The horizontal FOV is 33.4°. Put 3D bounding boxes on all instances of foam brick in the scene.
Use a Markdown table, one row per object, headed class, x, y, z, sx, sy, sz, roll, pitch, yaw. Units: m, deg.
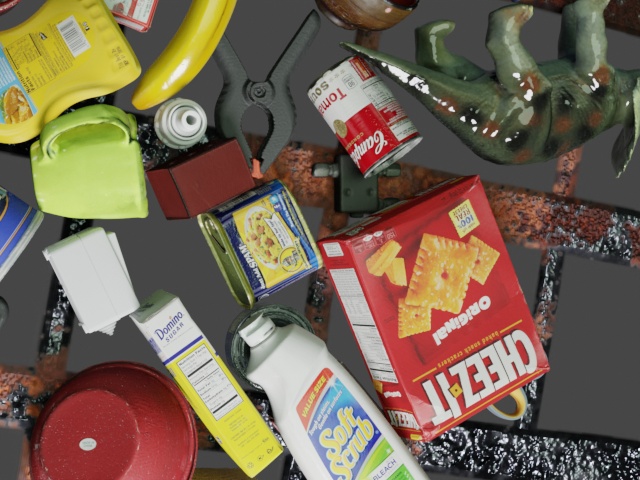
| class | x | y | z | sx | sy | sz | roll | pitch | yaw |
| --- | --- | --- | --- | --- | --- | --- | --- | --- | --- |
| foam brick | -0.110 | -0.057 | 0.987 | 0.078 | 0.053 | 0.051 | -29 | 105 | -30 |

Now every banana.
| class | x | y | z | sx | sy | sz | roll | pitch | yaw |
| --- | --- | --- | --- | --- | --- | --- | --- | --- | --- |
| banana | -0.115 | -0.207 | 0.978 | 0.037 | 0.070 | 0.198 | 13 | 97 | -59 |

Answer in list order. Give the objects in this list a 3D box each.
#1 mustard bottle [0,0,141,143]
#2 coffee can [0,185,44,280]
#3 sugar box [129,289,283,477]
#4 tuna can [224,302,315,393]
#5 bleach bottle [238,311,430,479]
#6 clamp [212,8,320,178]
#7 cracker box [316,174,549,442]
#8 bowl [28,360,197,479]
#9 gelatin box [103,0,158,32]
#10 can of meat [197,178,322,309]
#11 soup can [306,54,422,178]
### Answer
| class | x | y | z | sx | sy | sz | roll | pitch | yaw |
| --- | --- | --- | --- | --- | --- | --- | --- | --- | --- |
| mustard bottle | -0.260 | -0.140 | 0.928 | 0.191 | 0.058 | 0.096 | -30 | 83 | 0 |
| coffee can | -0.322 | -0.021 | 0.902 | 0.140 | 0.103 | 0.103 | 37 | 81 | -16 |
| sugar box | -0.108 | 0.130 | 0.985 | 0.048 | 0.093 | 0.176 | -39 | 102 | -14 |
| tuna can | -0.049 | 0.103 | 1.034 | 0.086 | 0.034 | 0.086 | -1 | 92 | -18 |
| bleach bottle | 0.004 | 0.177 | 1.000 | 0.102 | 0.068 | 0.251 | -40 | 99 | -14 |
| clamp | -0.070 | -0.147 | 1.015 | 0.120 | 0.039 | 0.171 | 10 | 87 | -6 |
| cracker box | 0.114 | 0.064 | 1.043 | 0.164 | 0.072 | 0.214 | -25 | 98 | -24 |
| bowl | -0.192 | 0.180 | 0.935 | 0.162 | 0.055 | 0.162 | -4 | 71 | 11 |
| gelatin box | -0.189 | -0.241 | 0.976 | 0.089 | 0.030 | 0.073 | 18 | 85 | -18 |
| can of meat | -0.057 | 0.001 | 1.016 | 0.083 | 0.058 | 0.102 | -28 | 101 | -18 |
| soup can | 0.042 | -0.120 | 1.024 | 0.068 | 0.068 | 0.102 | -33 | 85 | -14 |
